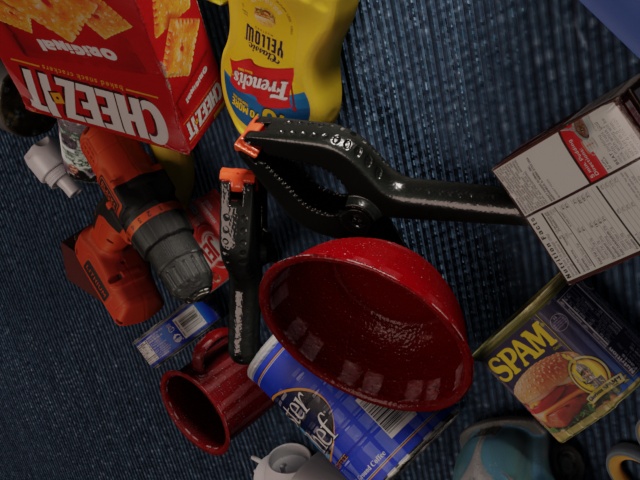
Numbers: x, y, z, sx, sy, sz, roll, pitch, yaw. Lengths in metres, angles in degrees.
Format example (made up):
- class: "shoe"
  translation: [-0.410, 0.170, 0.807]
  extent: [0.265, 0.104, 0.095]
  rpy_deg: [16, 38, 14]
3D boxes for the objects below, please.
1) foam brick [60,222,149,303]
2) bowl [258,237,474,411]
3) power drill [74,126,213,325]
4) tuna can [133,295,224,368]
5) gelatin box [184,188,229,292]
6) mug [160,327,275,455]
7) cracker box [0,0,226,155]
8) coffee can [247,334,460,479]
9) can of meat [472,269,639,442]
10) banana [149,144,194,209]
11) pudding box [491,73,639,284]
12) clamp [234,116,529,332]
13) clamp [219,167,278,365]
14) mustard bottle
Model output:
- class: "foam brick"
  translation: [-0.219, 0.025, 1.089]
  extent: [0.078, 0.052, 0.051]
  rpy_deg: [29, 136, 32]
- class: "bowl"
  translation: [0.039, 0.049, 0.747]
  extent: [0.162, 0.055, 0.162]
  rpy_deg: [20, 144, 15]
- class: "power drill"
  translation: [-0.162, 0.005, 0.957]
  extent: [0.184, 0.057, 0.188]
  rpy_deg: [59, 150, 17]
- class: "tuna can"
  translation: [-0.134, 0.084, 1.013]
  extent: [0.034, 0.086, 0.086]
  rpy_deg: [53, 143, 0]
- class: "gelatin box"
  translation: [-0.101, 0.004, 0.961]
  extent: [0.073, 0.030, 0.089]
  rpy_deg: [55, 144, 0]
- class: "mug"
  translation: [-0.092, 0.132, 1.007]
  extent: [0.093, 0.081, 0.117]
  rpy_deg: [21, 132, 38]
- class: "cracker box"
  translation: [-0.172, -0.170, 0.775]
  extent: [0.164, 0.072, 0.213]
  rpy_deg: [17, 148, 21]
- class: "coffee can"
  translation: [0.026, 0.122, 0.851]
  extent: [0.140, 0.102, 0.103]
  rpy_deg: [45, 142, 13]
- class: "can of meat"
  translation: [0.161, 0.076, 0.705]
  extent: [0.084, 0.057, 0.102]
  rpy_deg: [46, 143, 8]
- class: "banana"
  translation: [-0.145, -0.116, 0.918]
  extent: [0.070, 0.037, 0.198]
  rpy_deg: [11, 125, 64]
- class: "pudding box"
  translation: [0.168, -0.033, 0.630]
  extent: [0.090, 0.039, 0.114]
  rpy_deg: [56, 145, -1]
- class: "clamp"
  translation: [0.035, -0.017, 0.753]
  extent: [0.210, 0.036, 0.165]
  rpy_deg: [26, 139, 7]
- class: "clamp"
  translation: [-0.056, 0.001, 0.842]
  extent: [0.039, 0.120, 0.171]
  rpy_deg: [3, 130, 0]
- class: "mustard bottle"
  translation: [-0.028, -0.123, 0.761]
  extent: [0.096, 0.058, 0.192]
  rpy_deg: [30, 137, 21]
